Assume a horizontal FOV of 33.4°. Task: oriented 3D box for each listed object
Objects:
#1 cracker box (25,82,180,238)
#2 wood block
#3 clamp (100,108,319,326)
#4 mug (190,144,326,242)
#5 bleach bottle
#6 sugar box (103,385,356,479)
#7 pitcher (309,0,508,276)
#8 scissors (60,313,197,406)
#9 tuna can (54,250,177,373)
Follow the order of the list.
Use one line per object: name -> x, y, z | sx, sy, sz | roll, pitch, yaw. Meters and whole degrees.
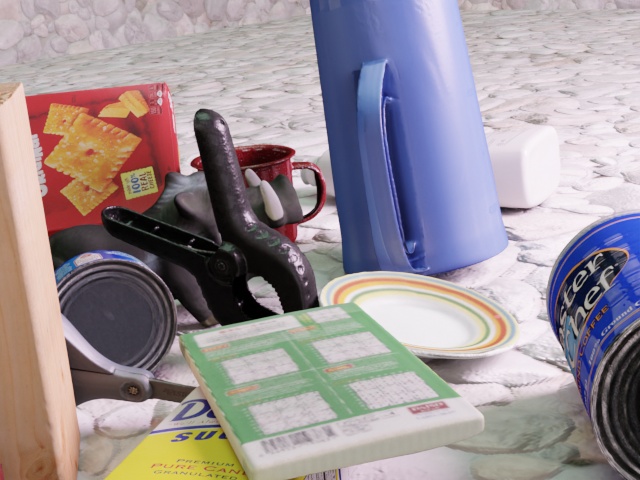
cracker box -> -0.232, -0.056, 0.953 | 0.213, 0.072, 0.164 | -6, 53, -5
wood block -> -0.183, 0.031, 0.542 | 0.090, 0.206, 0.090 | -8, 17, -7
clamp -> -0.055, 0.001, 0.690 | 0.171, 0.120, 0.039 | 40, 36, 2
mug -> -0.052, -0.037, 0.944 | 0.117, 0.081, 0.093 | -9, 17, -11
bleach bottle -> 0.098, -0.071, 1.045 | 0.251, 0.068, 0.102 | 2, 18, 31
sugar box -> -0.048, 0.118, 0.488 | 0.093, 0.048, 0.176 | 0, 19, 18
pitcher -> 0.060, -0.095, 0.817 | 0.144, 0.243, 0.149 | -17, 14, -23
scissors -> -0.118, 0.067, 0.612 | 0.202, 0.096, 0.016 | -5, 28, 14
tuna can -> -0.136, 0.050, 0.677 | 0.086, 0.086, 0.034 | -11, 16, -18
